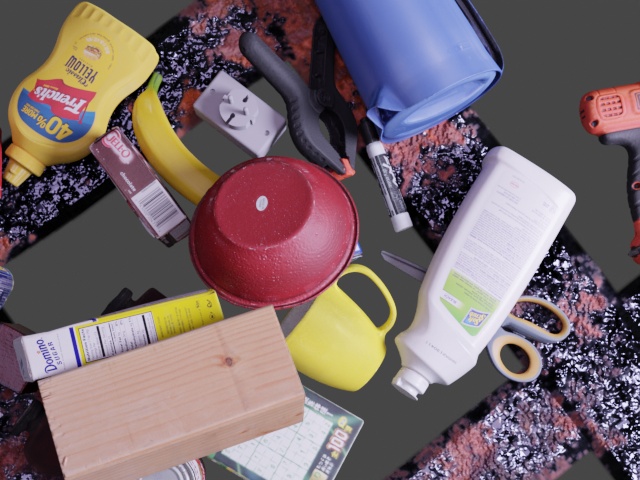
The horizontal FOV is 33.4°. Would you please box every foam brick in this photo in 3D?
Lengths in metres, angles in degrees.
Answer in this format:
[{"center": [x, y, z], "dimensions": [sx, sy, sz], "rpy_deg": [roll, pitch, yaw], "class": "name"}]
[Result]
[{"center": [-0.288, 0.113, 1.019], "dimensions": [0.051, 0.078, 0.053], "rpy_deg": [28, 84, 0], "class": "foam brick"}]

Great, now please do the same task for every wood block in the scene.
[{"center": [-0.125, 0.140, 0.921], "dimensions": [0.206, 0.090, 0.091], "rpy_deg": [-18, 68, -10], "class": "wood block"}]

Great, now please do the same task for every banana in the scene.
[{"center": [-0.128, -0.079, 1.063], "dimensions": [0.069, 0.037, 0.198], "rpy_deg": [-39, 87, -14], "class": "banana"}]

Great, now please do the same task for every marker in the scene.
[{"center": [0.064, -0.068, 1.078], "dimensions": [0.020, 0.020, 0.121], "rpy_deg": [-19, 84, -4], "class": "marker"}]

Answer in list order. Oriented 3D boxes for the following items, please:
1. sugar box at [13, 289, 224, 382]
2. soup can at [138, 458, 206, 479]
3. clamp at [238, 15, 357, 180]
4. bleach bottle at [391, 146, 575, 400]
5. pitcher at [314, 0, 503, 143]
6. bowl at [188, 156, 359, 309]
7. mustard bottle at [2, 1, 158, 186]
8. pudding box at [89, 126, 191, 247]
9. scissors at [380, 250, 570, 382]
[{"center": [-0.181, 0.086, 0.960], "dimensions": [0.176, 0.093, 0.048], "rpy_deg": [-16, 89, -20], "class": "sugar box"}, {"center": [-0.144, 0.225, 0.996], "dimensions": [0.068, 0.102, 0.068], "rpy_deg": [0, 83, -2], "class": "soup can"}, {"center": [-0.016, -0.140, 1.055], "dimensions": [0.120, 0.039, 0.171], "rpy_deg": [-12, 82, -34], "class": "clamp"}, {"center": [0.141, 0.037, 1.031], "dimensions": [0.102, 0.068, 0.250], "rpy_deg": [34, 78, 5], "class": "bleach bottle"}, {"center": [0.072, -0.230, 1.053], "dimensions": [0.145, 0.149, 0.243], "rpy_deg": [-29, 81, 10], "class": "pitcher"}, {"center": [-0.047, -0.020, 0.974], "dimensions": [0.162, 0.055, 0.162], "rpy_deg": [-3, 62, 6], "class": "bowl"}, {"center": [-0.252, -0.136, 1.060], "dimensions": [0.096, 0.058, 0.191], "rpy_deg": [34, 84, 4], "class": "mustard bottle"}, {"center": [-0.171, -0.050, 1.035], "dimensions": [0.039, 0.090, 0.113], "rpy_deg": [-35, 86, -4], "class": "pudding box"}, {"center": [0.147, 0.079, 1.064], "dimensions": [0.201, 0.016, 0.096], "rpy_deg": [14, 83, 1], "class": "scissors"}]
